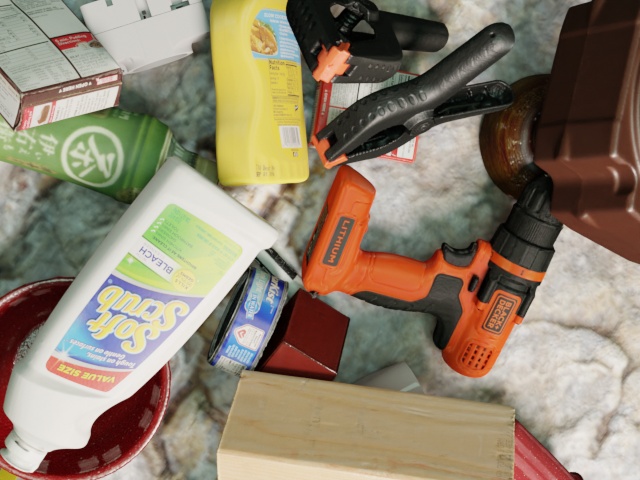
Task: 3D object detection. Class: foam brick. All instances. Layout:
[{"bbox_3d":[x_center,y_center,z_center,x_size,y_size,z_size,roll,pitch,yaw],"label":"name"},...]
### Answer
[{"bbox_3d":[-0.015,0.087,0.848,0.051,0.078,0.053,33,122,-9],"label":"foam brick"}]

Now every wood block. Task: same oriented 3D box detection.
[{"bbox_3d":[0.034,0.169,0.792,0.206,0.090,0.091,7,128,6],"label":"wood block"}]

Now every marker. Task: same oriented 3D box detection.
[{"bbox_3d":[-0.056,0.001,0.872,0.020,0.020,0.121,-43,99,-4],"label":"marker"}]

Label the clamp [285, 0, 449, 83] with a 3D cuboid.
[{"bbox_3d":[0.015,-0.173,0.797,0.164,0.209,0.036,37,119,-3],"label":"clamp"}]

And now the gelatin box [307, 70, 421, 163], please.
[{"bbox_3d":[0.039,-0.105,0.875,0.089,0.030,0.073,8,92,-12],"label":"gelatin box"}]

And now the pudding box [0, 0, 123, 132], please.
[{"bbox_3d":[-0.213,-0.137,0.786,0.089,0.039,0.114,-23,59,-38],"label":"pudding box"}]

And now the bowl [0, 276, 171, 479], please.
[{"bbox_3d":[-0.199,0.106,0.839,0.162,0.055,0.162,-1,94,-9],"label":"bowl"}]

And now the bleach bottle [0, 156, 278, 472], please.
[{"bbox_3d":[-0.144,0.065,0.786,0.102,0.068,0.251,36,90,-15],"label":"bleach bottle"}]

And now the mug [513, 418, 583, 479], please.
[{"bbox_3d":[0.149,0.206,0.891,0.081,0.093,0.117,46,123,-4],"label":"mug"}]

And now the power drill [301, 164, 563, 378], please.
[{"bbox_3d":[0.091,0.006,0.859,0.187,0.057,0.184,21,106,-7],"label":"power drill"}]

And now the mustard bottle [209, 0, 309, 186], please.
[{"bbox_3d":[-0.049,-0.139,0.828,0.058,0.096,0.191,-1,94,28],"label":"mustard bottle"}]

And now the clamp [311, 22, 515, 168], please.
[{"bbox_3d":[0.079,-0.102,0.830,0.171,0.120,0.039,-26,65,12],"label":"clamp"}]

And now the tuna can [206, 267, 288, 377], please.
[{"bbox_3d":[-0.058,0.065,0.843,0.033,0.086,0.086,25,90,-8],"label":"tuna can"}]
